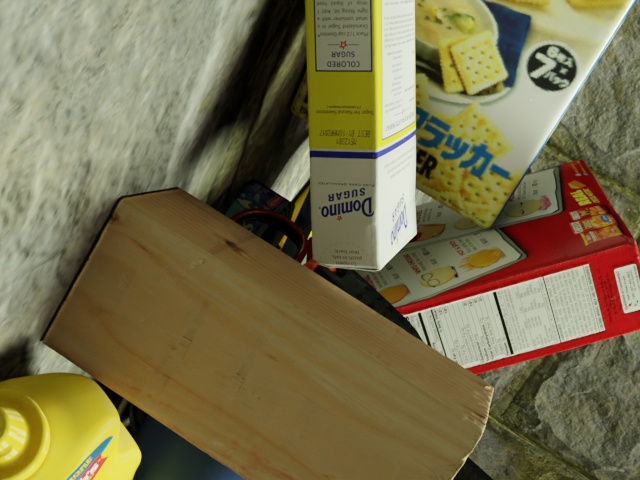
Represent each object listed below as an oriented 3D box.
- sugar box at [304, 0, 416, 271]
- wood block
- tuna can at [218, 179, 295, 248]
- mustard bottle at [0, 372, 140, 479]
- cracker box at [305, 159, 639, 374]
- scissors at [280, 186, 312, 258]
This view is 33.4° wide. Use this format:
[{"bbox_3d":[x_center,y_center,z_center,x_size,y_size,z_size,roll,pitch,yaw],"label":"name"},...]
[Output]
[{"bbox_3d":[0.024,-0.079,0.591,0.093,0.048,0.176,-35,129,-68],"label":"sugar box"},{"bbox_3d":[-0.023,0.065,0.555,0.090,0.206,0.090,-59,172,12],"label":"wood block"},{"bbox_3d":[-0.055,0.001,0.745,0.086,0.034,0.086,-56,172,-12],"label":"tuna can"},{"bbox_3d":[-0.142,0.109,0.525,0.096,0.058,0.192,-34,165,-15],"label":"mustard bottle"},{"bbox_3d":[0.099,0.027,0.730,0.214,0.072,0.164,-17,-159,8],"label":"cracker box"},{"bbox_3d":[0.013,-0.072,0.806,0.096,0.016,0.201,119,-6,-65],"label":"scissors"}]
